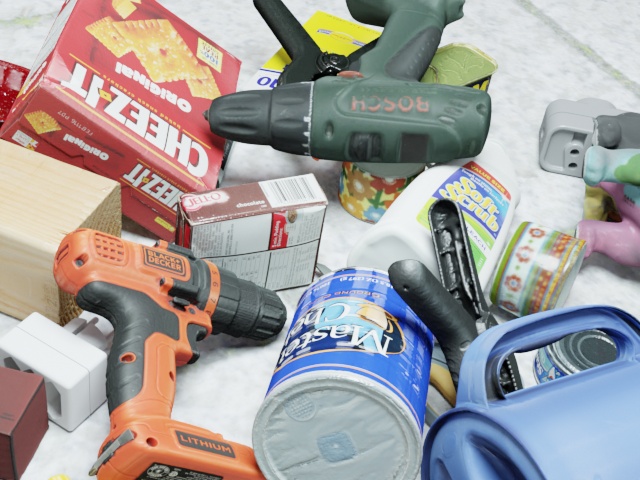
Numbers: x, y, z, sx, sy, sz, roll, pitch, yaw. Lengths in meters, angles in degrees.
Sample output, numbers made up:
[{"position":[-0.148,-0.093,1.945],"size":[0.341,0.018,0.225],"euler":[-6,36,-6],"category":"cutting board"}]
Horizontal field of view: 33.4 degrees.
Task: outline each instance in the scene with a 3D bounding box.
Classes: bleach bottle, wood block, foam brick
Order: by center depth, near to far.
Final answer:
[{"position":[-0.223,0.113,0.688],"size":[0.078,0.051,0.053],"euler":[14,42,6],"category":"foam brick"},{"position":[-0.262,-0.021,0.806],"size":[0.206,0.090,0.090],"euler":[20,43,12],"category":"wood block"},{"position":[0.108,-0.026,0.878],"size":[0.102,0.068,0.250],"euler":[43,36,-6],"category":"bleach bottle"}]

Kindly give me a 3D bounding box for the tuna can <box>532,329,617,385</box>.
[{"position":[0.206,0.092,0.804],"size":[0.086,0.034,0.086],"euler":[5,41,-5],"category":"tuna can"}]

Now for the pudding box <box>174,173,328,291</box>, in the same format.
[{"position":[-0.055,0.001,0.819],"size":[0.113,0.090,0.039],"euler":[-9,45,-21],"category":"pudding box"}]

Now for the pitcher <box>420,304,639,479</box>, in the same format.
[{"position":[0.192,0.128,0.682],"size":[0.242,0.149,0.145],"euler":[-15,46,-30],"category":"pitcher"}]

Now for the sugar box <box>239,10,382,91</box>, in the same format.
[{"position":[-0.001,-0.160,1.048],"size":[0.093,0.048,0.176],"euler":[21,41,13],"category":"sugar box"}]

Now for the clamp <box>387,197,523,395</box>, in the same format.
[{"position":[0.101,0.055,0.728],"size":[0.039,0.171,0.120],"euler":[-13,27,32],"category":"clamp"}]

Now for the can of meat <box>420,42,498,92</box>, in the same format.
[{"position":[0.111,-0.128,1.002],"size":[0.101,0.084,0.057],"euler":[-26,52,-34],"category":"can of meat"}]

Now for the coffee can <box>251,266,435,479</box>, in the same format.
[{"position":[0.020,0.093,0.694],"size":[0.103,0.103,0.140],"euler":[13,27,4],"category":"coffee can"}]

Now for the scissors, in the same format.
[{"position":[0.079,0.073,0.817],"size":[0.096,0.016,0.202],"euler":[-11,45,-25],"category":"scissors"}]

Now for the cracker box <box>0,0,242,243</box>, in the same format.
[{"position":[-0.158,-0.124,0.906],"size":[0.164,0.072,0.213],"euler":[33,34,-22],"category":"cracker box"}]

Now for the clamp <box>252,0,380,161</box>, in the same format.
[{"position":[0.000,-0.159,0.982],"size":[0.164,0.036,0.210],"euler":[16,49,-2],"category":"clamp"}]

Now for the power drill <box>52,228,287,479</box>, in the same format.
[{"position":[-0.088,0.086,0.714],"size":[0.184,0.057,0.188],"euler":[18,39,-33],"category":"power drill"}]
